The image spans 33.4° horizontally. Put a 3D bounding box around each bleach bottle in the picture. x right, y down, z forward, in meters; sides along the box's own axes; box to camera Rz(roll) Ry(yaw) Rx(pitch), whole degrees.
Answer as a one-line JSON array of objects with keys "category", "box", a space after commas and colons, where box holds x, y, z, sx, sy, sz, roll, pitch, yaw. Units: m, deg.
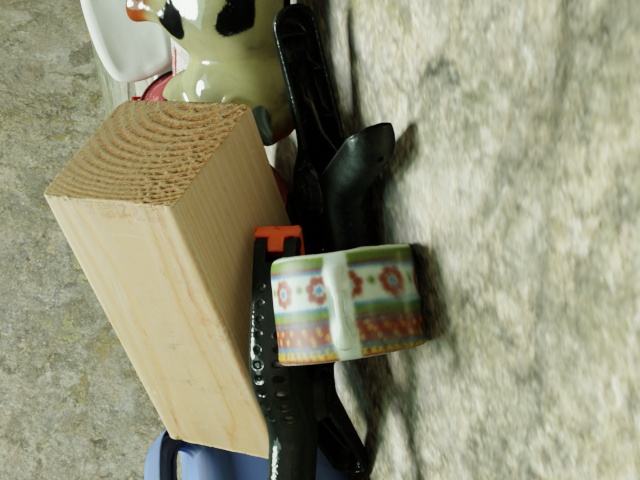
[{"category": "bleach bottle", "box": [-0.190, -0.206, 1.034, 0.251, 0.068, 0.102, -141, 33, -74]}]

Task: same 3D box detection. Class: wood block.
[{"category": "wood block", "box": [-0.069, 0.026, 0.639, 0.090, 0.090, 0.206, -60, -35, -40]}]

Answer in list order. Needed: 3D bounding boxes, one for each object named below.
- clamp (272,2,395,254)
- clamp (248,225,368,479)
[{"category": "clamp", "box": [0.010, -0.031, 0.586, 0.120, 0.039, 0.171, -115, 12, -49]}, {"category": "clamp", "box": [-0.008, 0.089, 0.625, 0.164, 0.036, 0.210, -40, -53, -69]}]
